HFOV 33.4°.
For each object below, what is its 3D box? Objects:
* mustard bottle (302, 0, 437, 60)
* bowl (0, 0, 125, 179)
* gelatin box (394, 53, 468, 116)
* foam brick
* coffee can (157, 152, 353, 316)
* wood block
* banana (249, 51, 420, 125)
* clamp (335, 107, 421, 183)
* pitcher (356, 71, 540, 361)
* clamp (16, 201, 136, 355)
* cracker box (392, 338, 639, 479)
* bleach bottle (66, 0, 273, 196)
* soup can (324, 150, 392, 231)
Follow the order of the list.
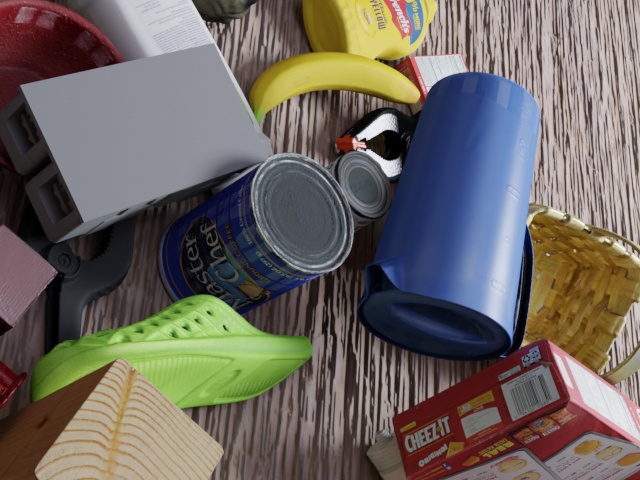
[{"bbox_3d":[0.066,-0.243,1.164,0.191,0.058,0.096,-23,96,-45],"label":"mustard bottle"},{"bbox_3d":[-0.226,-0.109,0.849,0.161,0.055,0.162,18,59,-34],"label":"bowl"},{"bbox_3d":[0.134,-0.172,1.209,0.089,0.030,0.073,-11,78,-40],"label":"gelatin box"},{"bbox_3d":[-0.225,0.032,0.727,0.051,0.078,0.053,44,55,-14],"label":"foam brick"},{"bbox_3d":[-0.056,0.001,0.885,0.102,0.141,0.103,18,59,-34],"label":"coffee can"},{"bbox_3d":[-0.167,0.158,0.668,0.090,0.207,0.090,46,48,-15],"label":"wood block"},{"bbox_3d":[0.007,-0.155,1.063,0.197,0.037,0.069,-14,96,-24],"label":"banana"},{"bbox_3d":[0.092,-0.089,1.124,0.171,0.039,0.120,-13,93,-34],"label":"clamp"},{"bbox_3d":[0.130,-0.019,0.950,0.145,0.149,0.242,12,65,9],"label":"pitcher"},{"bbox_3d":[-0.213,0.018,0.814,0.164,0.036,0.209,41,53,-20],"label":"clamp"},{"bbox_3d":[0.193,0.182,0.965,0.213,0.164,0.072,33,33,-43],"label":"cracker box"},{"bbox_3d":[-0.117,-0.124,0.948,0.102,0.068,0.251,-36,97,-44],"label":"bleach bottle"},{"bbox_3d":[0.009,-0.034,0.985,0.068,0.102,0.068,19,59,-34],"label":"soup can"}]
